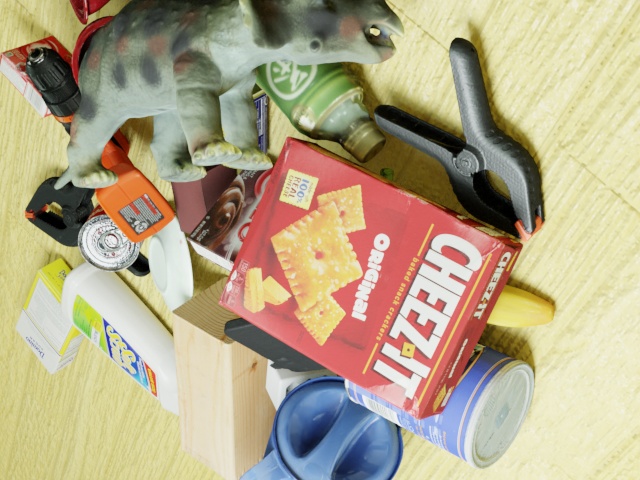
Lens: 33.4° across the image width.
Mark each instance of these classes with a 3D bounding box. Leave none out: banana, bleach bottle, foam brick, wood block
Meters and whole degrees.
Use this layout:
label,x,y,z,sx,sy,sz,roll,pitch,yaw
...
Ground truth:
label,x,y,z,sx,sy,sz,roll,pitch,yaw
banana,0.111,0.023,0.938,0.198,0.037,0.070,40,135,11
bleach bottle,-0.220,0.135,1.345,0.251,0.068,0.103,40,139,17
foam brick,-0.121,-0.048,1.130,0.051,0.052,0.078,17,125,39
wood block,-0.103,0.160,1.217,0.090,0.090,0.206,26,131,31

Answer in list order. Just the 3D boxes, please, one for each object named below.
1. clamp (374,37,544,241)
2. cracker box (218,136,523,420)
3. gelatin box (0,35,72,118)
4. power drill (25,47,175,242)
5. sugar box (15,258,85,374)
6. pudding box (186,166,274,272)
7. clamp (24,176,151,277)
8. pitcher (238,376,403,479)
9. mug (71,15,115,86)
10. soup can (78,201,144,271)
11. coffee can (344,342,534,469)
label,x,y,z,sx,sy,sz,roll,pitch,yaw
clamp,0.128,-0.079,0.867,0.171,0.039,0.120,45,144,5
cracker box,0.037,0.029,0.907,0.214,0.072,0.164,28,100,23
gelatin box,-0.311,-0.189,1.218,0.089,0.073,0.030,46,138,15
power drill,-0.231,-0.100,1.122,0.188,0.057,0.184,56,180,35
sugar box,-0.369,0.108,1.492,0.093,0.048,0.176,50,143,9
pudding box,-0.060,-0.018,1.043,0.090,0.113,0.039,26,161,33
clamp,-0.301,-0.044,1.330,0.210,0.036,0.164,11,121,38
pitcher,-0.016,0.260,1.140,0.149,0.145,0.243,18,143,-2
mug,-0.199,-0.179,1.093,0.117,0.093,0.081,35,-175,-22
soup can,-0.231,-0.015,1.213,0.068,0.102,0.068,0,112,1
coffee can,0.108,0.131,0.973,0.140,0.102,0.103,24,130,34
